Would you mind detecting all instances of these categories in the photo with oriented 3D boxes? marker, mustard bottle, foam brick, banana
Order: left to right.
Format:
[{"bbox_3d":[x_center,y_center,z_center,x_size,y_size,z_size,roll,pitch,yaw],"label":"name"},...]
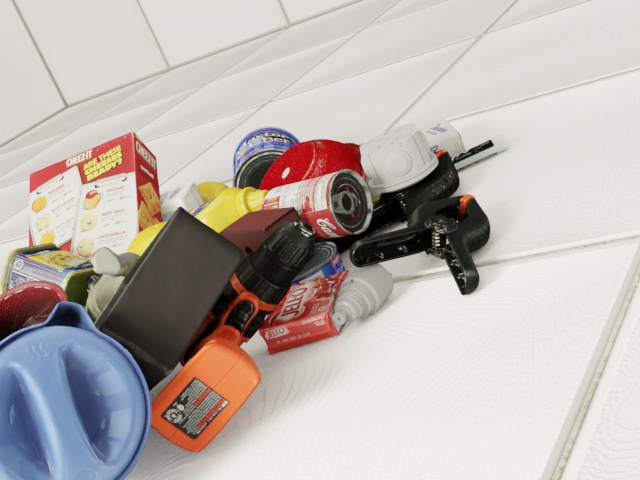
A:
[{"bbox_3d":[-0.130,-0.017,1.231,0.192,0.058,0.096,-23,4,35],"label":"mustard bottle"},{"bbox_3d":[-0.160,-0.057,1.561,0.069,0.037,0.198,-48,22,-13],"label":"banana"},{"bbox_3d":[-0.057,0.001,1.101,0.078,0.053,0.051,-6,25,47],"label":"foam brick"},{"bbox_3d":[0.163,-0.092,1.257,0.121,0.020,0.020,-24,17,1],"label":"marker"}]

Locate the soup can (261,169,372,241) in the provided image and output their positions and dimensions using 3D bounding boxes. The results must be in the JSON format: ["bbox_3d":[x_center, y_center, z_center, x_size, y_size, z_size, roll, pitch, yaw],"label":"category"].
[{"bbox_3d":[-0.005,-0.033,1.130,0.102,0.068,0.068,-11,22,41],"label":"soup can"}]

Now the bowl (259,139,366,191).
[{"bbox_3d":[-0.021,-0.063,1.247,0.162,0.055,0.162,-35,33,27],"label":"bowl"}]

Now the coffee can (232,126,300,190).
[{"bbox_3d":[-0.065,-0.086,1.401,0.103,0.103,0.140,-23,17,3],"label":"coffee can"}]

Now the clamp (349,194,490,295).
[{"bbox_3d":[0.101,-0.003,1.000,0.120,0.039,0.171,16,26,12],"label":"clamp"}]

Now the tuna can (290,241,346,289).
[{"bbox_3d":[-0.017,0.036,1.095,0.086,0.034,0.086,-22,17,7],"label":"tuna can"}]

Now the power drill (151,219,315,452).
[{"bbox_3d":[-0.073,0.079,0.908,0.185,0.057,0.187,-51,8,23],"label":"power drill"}]

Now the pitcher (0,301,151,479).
[{"bbox_3d":[-0.233,0.153,0.855,0.149,0.145,0.243,-41,8,-26],"label":"pitcher"}]

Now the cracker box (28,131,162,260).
[{"bbox_3d":[-0.288,-0.015,1.371,0.164,0.072,0.214,-20,54,14],"label":"cracker box"}]

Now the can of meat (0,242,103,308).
[{"bbox_3d":[-0.305,0.045,1.240,0.084,0.057,0.102,18,12,19],"label":"can of meat"}]

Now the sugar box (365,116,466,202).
[{"bbox_3d":[0.087,-0.090,1.310,0.176,0.048,0.093,-21,20,2],"label":"sugar box"}]

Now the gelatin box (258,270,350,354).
[{"bbox_3d":[-0.011,0.066,1.006,0.073,0.030,0.089,-17,19,23],"label":"gelatin box"}]

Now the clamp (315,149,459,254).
[{"bbox_3d":[0.099,-0.039,1.156,0.165,0.036,0.209,-4,30,48],"label":"clamp"}]

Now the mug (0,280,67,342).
[{"bbox_3d":[-0.285,0.102,1.036,0.117,0.081,0.093,-14,42,6],"label":"mug"}]
